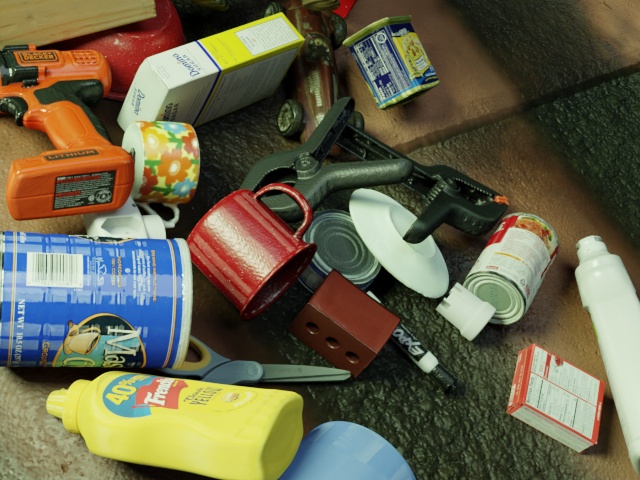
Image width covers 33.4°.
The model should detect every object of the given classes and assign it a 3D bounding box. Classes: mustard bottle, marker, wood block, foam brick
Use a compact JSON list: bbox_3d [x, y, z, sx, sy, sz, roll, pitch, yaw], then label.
[{"bbox_3d":[-0.115,0.133,0.789,0.192,0.058,0.096,5,16,18],"label":"mustard bottle"},{"bbox_3d":[0.082,0.096,0.995,0.121,0.020,0.020,45,48,6],"label":"marker"},{"bbox_3d":[-0.259,-0.232,0.943,0.206,0.090,0.091,-17,67,-12],"label":"wood block"},{"bbox_3d":[0.021,0.075,0.954,0.078,0.053,0.051,36,48,0],"label":"foam brick"}]

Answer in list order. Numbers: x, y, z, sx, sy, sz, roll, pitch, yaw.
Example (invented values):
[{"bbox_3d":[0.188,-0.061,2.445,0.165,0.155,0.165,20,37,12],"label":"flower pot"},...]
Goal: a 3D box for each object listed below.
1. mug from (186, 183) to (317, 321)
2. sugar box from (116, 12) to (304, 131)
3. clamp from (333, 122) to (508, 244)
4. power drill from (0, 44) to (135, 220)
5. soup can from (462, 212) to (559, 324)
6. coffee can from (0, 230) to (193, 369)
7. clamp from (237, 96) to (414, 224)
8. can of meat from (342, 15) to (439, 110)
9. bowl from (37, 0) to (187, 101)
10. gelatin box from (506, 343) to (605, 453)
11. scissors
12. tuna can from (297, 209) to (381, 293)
[{"bbox_3d":[-0.056,0.001,0.926,0.081,0.117,0.093,44,18,12],"label":"mug"},{"bbox_3d":[-0.104,-0.154,1.020,0.175,0.093,0.048,-26,72,-39],"label":"sugar box"},{"bbox_3d":[0.111,-0.053,1.080,0.209,0.036,0.165,4,41,-47],"label":"clamp"},{"bbox_3d":[-0.247,-0.098,0.896,0.184,0.057,0.188,-10,47,-26],"label":"power drill"},{"bbox_3d":[0.191,0.028,1.071,0.068,0.069,0.102,38,49,0],"label":"soup can"},{"bbox_3d":[-0.176,0.046,0.817,0.140,0.103,0.103,3,56,-17],"label":"coffee can"},{"bbox_3d":[-0.011,-0.072,1.007,0.171,0.039,0.120,-21,46,-7],"label":"clamp"},{"bbox_3d":[0.080,-0.190,1.147,0.084,0.058,0.102,63,28,-1],"label":"can of meat"},{"bbox_3d":[-0.197,-0.215,1.037,0.162,0.055,0.162,14,52,-20],"label":"bowl"},{"bbox_3d":[0.227,0.152,1.029,0.089,0.030,0.073,29,50,-9],"label":"gelatin box"},{"bbox_3d":[-0.068,0.126,0.892,0.201,0.016,0.096,18,53,-17],"label":"scissors"},{"bbox_3d":[0.015,0.014,1.006,0.086,0.034,0.086,15,52,-20],"label":"tuna can"}]
